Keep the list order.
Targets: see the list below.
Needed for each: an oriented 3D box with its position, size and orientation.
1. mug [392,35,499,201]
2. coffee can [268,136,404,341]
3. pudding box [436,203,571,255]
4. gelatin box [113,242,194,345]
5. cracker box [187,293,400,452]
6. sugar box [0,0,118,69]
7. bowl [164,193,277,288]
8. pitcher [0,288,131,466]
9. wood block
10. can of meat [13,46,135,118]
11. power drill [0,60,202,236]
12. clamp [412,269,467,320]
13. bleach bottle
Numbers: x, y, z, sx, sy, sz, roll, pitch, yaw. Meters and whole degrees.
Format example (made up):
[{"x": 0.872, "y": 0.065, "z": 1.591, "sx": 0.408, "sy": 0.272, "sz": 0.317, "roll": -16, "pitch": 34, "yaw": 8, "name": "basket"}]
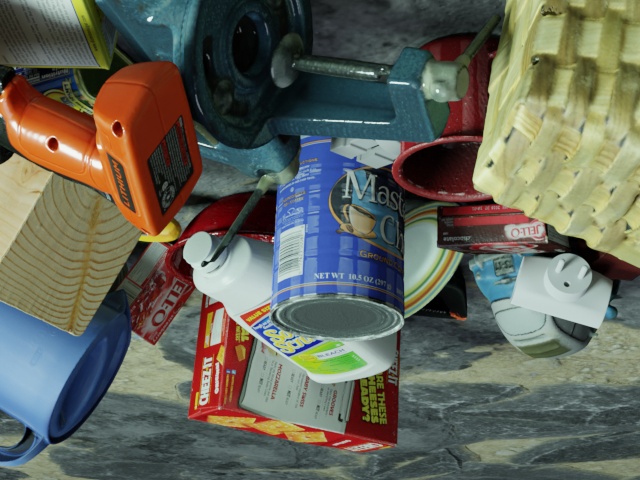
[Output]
[{"x": 0.099, "y": -0.085, "z": 0.699, "sx": 0.093, "sy": 0.081, "sz": 0.117, "roll": 12, "pitch": 156, "yaw": -21, "name": "mug"}, {"x": 0.015, "y": -0.004, "z": 0.825, "sx": 0.103, "sy": 0.140, "sz": 0.103, "roll": 2, "pitch": 157, "yaw": 1, "name": "coffee can"}, {"x": 0.153, "y": -0.009, "z": 0.883, "sx": 0.090, "sy": 0.039, "sz": 0.113, "roll": -2, "pitch": 178, "yaw": 23, "name": "pudding box"}, {"x": -0.161, "y": 0.050, "z": 1.043, "sx": 0.030, "sy": 0.089, "sz": 0.073, "roll": 31, "pitch": 169, "yaw": 29, "name": "gelatin box"}, {"x": -0.021, "y": 0.117, "z": 1.086, "sx": 0.213, "sy": 0.164, "sz": 0.072, "roll": 18, "pitch": 154, "yaw": -32, "name": "cracker box"}, {"x": -0.218, "y": -0.145, "z": 0.641, "sx": 0.176, "sy": 0.048, "sz": 0.093, "roll": 5, "pitch": 156, "yaw": 4, "name": "sugar box"}, {"x": -0.056, "y": 0.001, "z": 0.954, "sx": 0.162, "sy": 0.055, "sz": 0.162, "roll": 2, "pitch": 157, "yaw": 1, "name": "bowl"}, {"x": -0.307, "y": 0.079, "z": 0.961, "sx": 0.243, "sy": 0.149, "sz": 0.145, "roll": 27, "pitch": 118, "yaw": 9, "name": "pitcher"}, {"x": -0.232, "y": -0.023, "z": 0.752, "sx": 0.206, "sy": 0.091, "sz": 0.090, "roll": 25, "pitch": 172, "yaw": 40, "name": "wood block"}, {"x": -0.170, "y": -0.097, "z": 0.736, "sx": 0.084, "sy": 0.057, "sz": 0.102, "roll": -10, "pitch": 154, "yaw": 23, "name": "can of meat"}, {"x": -0.162, "y": -0.085, "z": 0.579, "sx": 0.188, "sy": 0.057, "sz": 0.184, "roll": 22, "pitch": 152, "yaw": 19, "name": "power drill"}, {"x": 0.083, "y": 0.035, "z": 1.045, "sx": 0.209, "sy": 0.036, "sz": 0.165, "roll": 20, "pitch": 148, "yaw": -35, "name": "clamp"}, {"x": -0.034, "y": 0.055, "z": 0.931, "sx": 0.103, "sy": 0.068, "sz": 0.250, "roll": -13, "pitch": 150, "yaw": 31, "name": "bleach bottle"}]
